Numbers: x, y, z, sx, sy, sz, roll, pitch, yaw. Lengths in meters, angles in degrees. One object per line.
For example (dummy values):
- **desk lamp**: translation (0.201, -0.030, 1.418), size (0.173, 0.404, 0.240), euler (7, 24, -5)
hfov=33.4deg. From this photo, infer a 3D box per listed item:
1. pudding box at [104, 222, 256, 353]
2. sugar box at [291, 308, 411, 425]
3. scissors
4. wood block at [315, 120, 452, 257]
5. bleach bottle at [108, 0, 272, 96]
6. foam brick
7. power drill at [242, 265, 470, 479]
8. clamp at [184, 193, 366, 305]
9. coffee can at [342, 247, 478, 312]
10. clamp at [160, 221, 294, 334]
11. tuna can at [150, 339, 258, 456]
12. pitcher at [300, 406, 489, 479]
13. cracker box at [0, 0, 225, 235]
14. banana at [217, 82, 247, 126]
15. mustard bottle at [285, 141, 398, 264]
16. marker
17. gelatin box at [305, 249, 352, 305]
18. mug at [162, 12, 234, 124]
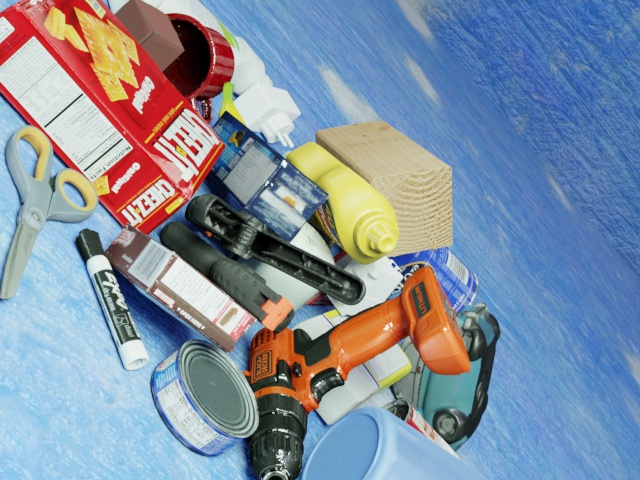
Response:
- **pudding box**: translation (-0.111, 0.035, 0.825), size (0.090, 0.039, 0.114), euler (41, -6, -30)
- **sugar box**: translation (0.024, 0.116, 1.050), size (0.093, 0.048, 0.176), euler (52, 22, 11)
- **scissors**: translation (-0.202, -0.011, 0.800), size (0.096, 0.016, 0.202), euler (36, 26, -40)
- **wood block**: translation (0.067, -0.062, 1.193), size (0.206, 0.090, 0.091), euler (-130, -147, -64)
- **bleach bottle**: translation (-0.139, -0.233, 1.249), size (0.250, 0.068, 0.102), euler (34, 26, -47)
- **foam brick**: translation (-0.184, -0.190, 1.051), size (0.051, 0.078, 0.053), euler (18, 39, -55)
- **power drill**: translation (0.023, 0.105, 0.859), size (0.057, 0.188, 0.184), euler (60, 12, -29)
- **clamp**: translation (-0.056, 0.001, 0.926), size (0.164, 0.036, 0.210), euler (31, -4, -18)
- **coffee can**: translation (0.109, 0.033, 1.296), size (0.140, 0.103, 0.103), euler (44, 22, -25)
- **clamp**: translation (-0.075, 0.033, 0.899), size (0.120, 0.039, 0.172), euler (35, -7, -20)
- **tuna can**: translation (-0.088, 0.120, 0.809), size (0.086, 0.034, 0.086), euler (44, 21, -23)
- **pitcher**: translation (0.096, 0.252, 0.885), size (0.242, 0.145, 0.149), euler (40, 11, -24)
- **cracker box**: translation (-0.187, -0.123, 0.938), size (0.213, 0.072, 0.164), euler (49, 19, -12)
- **banana**: translation (-0.062, -0.096, 1.190), size (0.037, 0.069, 0.197), euler (26, -10, 37)
- **mustard bottle**: translation (0.027, -0.028, 1.021), size (0.096, 0.058, 0.192), euler (67, -11, -26)
- **marker**: translation (-0.158, 0.041, 0.804), size (0.020, 0.020, 0.121), euler (20, 38, -57)
- **gelatin box**: translation (0.026, 0.040, 1.141), size (0.030, 0.073, 0.089), euler (60, 20, 17)
- **mug**: translation (-0.137, -0.179, 1.134), size (0.081, 0.093, 0.117), euler (-17, 91, -74)
